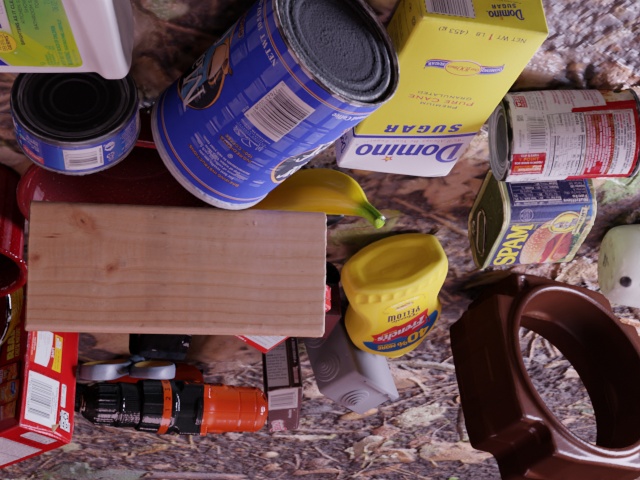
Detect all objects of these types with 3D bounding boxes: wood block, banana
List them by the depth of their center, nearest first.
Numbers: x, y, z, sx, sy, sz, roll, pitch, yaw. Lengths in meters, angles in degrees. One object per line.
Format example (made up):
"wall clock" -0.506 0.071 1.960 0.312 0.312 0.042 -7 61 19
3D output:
"wood block" -0.105 0.023 0.777 0.206 0.090 0.091 2 176 -12
"banana" -0.046 -0.017 0.872 0.198 0.069 0.037 -18 136 15

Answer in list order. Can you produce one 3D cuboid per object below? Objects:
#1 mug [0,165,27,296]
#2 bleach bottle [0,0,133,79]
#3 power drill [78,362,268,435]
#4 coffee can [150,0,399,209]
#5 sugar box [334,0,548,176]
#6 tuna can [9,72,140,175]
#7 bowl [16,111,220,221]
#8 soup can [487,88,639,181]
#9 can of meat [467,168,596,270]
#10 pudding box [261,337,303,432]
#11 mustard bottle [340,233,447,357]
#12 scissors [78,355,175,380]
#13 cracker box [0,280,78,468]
"mug" -0.265 -0.008 0.846 0.117 0.081 0.093 12 146 -26
"bleach bottle" -0.245 -0.141 0.639 0.251 0.068 0.102 -3 140 1
"power drill" -0.165 0.161 1.089 0.184 0.057 0.188 8 178 -22
"coffee can" -0.032 -0.097 0.707 0.102 0.103 0.141 19 142 -35
"sugar box" 0.079 -0.110 0.758 0.093 0.048 0.176 5 147 -16
"tuna can" -0.165 -0.088 0.720 0.086 0.086 0.034 -1 148 -8
"bowl" -0.148 -0.050 0.817 0.162 0.055 0.162 -4 150 -2
"soup can" 0.183 -0.079 0.804 0.102 0.068 0.068 -3 150 -3
"can of meat" 0.181 -0.019 0.918 0.084 0.057 0.102 -3 150 -9
"pudding box" -0.042 0.139 1.120 0.039 0.090 0.113 -3 149 -7
"mustard bottle" 0.071 0.066 1.041 0.096 0.058 0.191 -20 152 -8
"scissors" -0.168 0.123 1.052 0.096 0.016 0.201 1 179 15
"cracker box" -0.323 0.134 0.998 0.214 0.164 0.072 -23 144 27
